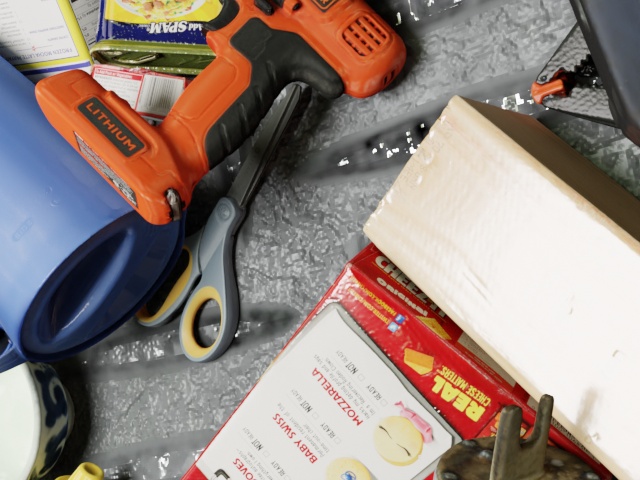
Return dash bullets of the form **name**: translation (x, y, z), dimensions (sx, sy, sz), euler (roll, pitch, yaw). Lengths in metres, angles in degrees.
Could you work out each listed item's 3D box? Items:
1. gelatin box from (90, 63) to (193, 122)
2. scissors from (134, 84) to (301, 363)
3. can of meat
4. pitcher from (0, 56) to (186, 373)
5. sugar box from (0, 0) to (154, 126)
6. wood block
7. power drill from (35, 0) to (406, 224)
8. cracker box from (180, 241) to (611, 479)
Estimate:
- **gelatin box**: translation (-0.098, -0.093, 0.703), dimensions (0.089, 0.073, 0.030), euler (14, 94, 36)
- **scissors**: translation (-0.055, 0.001, 0.702), dimensions (0.202, 0.016, 0.096), euler (-45, 65, 25)
- **can of meat**: translation (-0.094, -0.156, 0.698), dimensions (0.102, 0.057, 0.084), euler (4, 86, 5)
- **pitcher**: translation (-0.220, -0.038, 0.697), dimensions (0.243, 0.149, 0.145), euler (42, 125, 18)
- **sugar box**: translation (-0.188, -0.148, 0.739), dimensions (0.093, 0.048, 0.176), euler (1, 123, 35)
- **wood block**: translation (0.132, 0.028, 0.520), dimensions (0.206, 0.090, 0.090), euler (45, 113, 29)
- **power drill**: translation (-0.071, -0.116, 0.623), dimensions (0.187, 0.057, 0.184), euler (-43, 79, -13)
- **cracker box**: translation (0.025, 0.133, 0.574), dimensions (0.164, 0.072, 0.214), euler (39, 111, 6)
